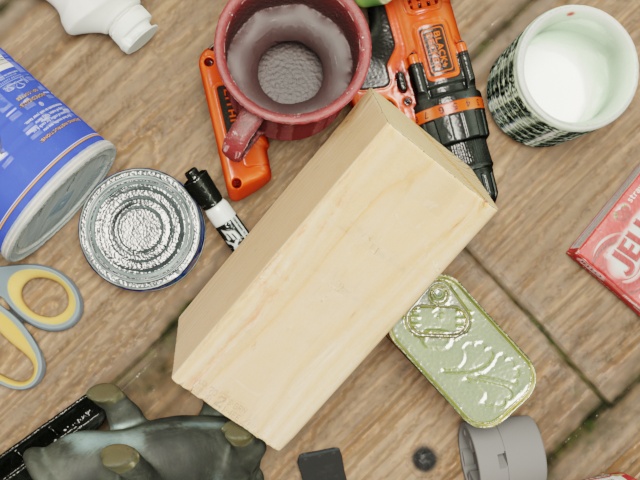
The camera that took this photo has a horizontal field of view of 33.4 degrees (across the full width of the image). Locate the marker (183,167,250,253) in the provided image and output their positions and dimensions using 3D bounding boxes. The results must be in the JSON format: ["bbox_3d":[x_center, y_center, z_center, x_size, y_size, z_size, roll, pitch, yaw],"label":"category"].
[{"bbox_3d":[-0.055,0.001,0.731,0.020,0.020,0.121,-36,106,-3],"label":"marker"}]

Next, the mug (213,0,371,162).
[{"bbox_3d":[-0.025,-0.099,0.663,0.093,0.081,0.117,29,82,0],"label":"mug"}]

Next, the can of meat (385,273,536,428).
[{"bbox_3d":[0.088,0.072,0.718,0.057,0.084,0.102,-43,90,-3],"label":"can of meat"}]

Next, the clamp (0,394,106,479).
[{"bbox_3d":[-0.252,0.171,0.691,0.164,0.036,0.210,26,99,-42],"label":"clamp"}]

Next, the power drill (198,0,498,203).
[{"bbox_3d":[0.019,-0.084,0.736,0.187,0.057,0.184,-14,85,-5],"label":"power drill"}]

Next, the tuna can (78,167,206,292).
[{"bbox_3d":[-0.123,-0.007,0.738,0.086,0.034,0.086,0,88,-2],"label":"tuna can"}]

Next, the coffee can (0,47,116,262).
[{"bbox_3d":[-0.221,-0.069,0.703,0.140,0.103,0.103,41,87,0],"label":"coffee can"}]

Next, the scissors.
[{"bbox_3d":[-0.244,0.010,0.742,0.096,0.016,0.202,-35,90,-3],"label":"scissors"}]

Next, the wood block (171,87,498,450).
[{"bbox_3d":[0.004,0.018,0.678,0.090,0.091,0.206,37,105,-16],"label":"wood block"}]
